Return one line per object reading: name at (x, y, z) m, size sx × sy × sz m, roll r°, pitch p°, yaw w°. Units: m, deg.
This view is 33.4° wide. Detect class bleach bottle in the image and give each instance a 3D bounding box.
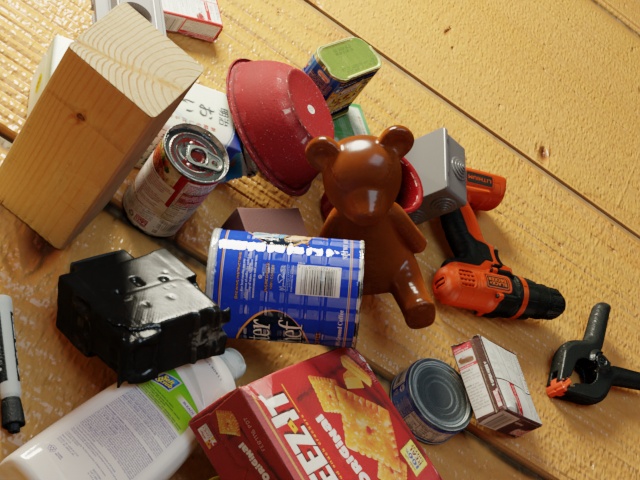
bleach bottle at (-0.144, 0.162, 0.890) m, size 0.102 × 0.068 × 0.250 m, roll 50°, pitch 41°, yaw 7°

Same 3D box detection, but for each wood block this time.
wood block at (-0.201, -0.095, 0.936) m, size 0.091 × 0.206 × 0.090 m, roll 40°, pitch 43°, yaw -6°

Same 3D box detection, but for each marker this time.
marker at (-0.258, 0.102, 0.879) m, size 0.020 × 0.020 × 0.121 m, roll 6°, pitch 55°, yaw -34°

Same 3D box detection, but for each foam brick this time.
foam brick at (-0.057, 0.001, 1.086) m, size 0.078 × 0.051 × 0.053 m, roll 0°, pitch 60°, yaw -37°

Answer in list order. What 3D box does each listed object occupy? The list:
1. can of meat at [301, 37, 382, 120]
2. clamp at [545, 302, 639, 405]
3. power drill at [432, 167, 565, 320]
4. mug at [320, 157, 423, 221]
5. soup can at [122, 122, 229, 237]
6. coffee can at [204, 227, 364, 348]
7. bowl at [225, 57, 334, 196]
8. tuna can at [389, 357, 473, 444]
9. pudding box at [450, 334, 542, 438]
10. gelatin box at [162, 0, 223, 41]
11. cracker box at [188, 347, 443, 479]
can of meat at (0.013, -0.185, 1.238) m, size 0.057 × 0.084 × 0.101 m, roll 50°, pitch 42°, yaw 10°
clamp at (0.325, 0.140, 1.281) m, size 0.171 × 0.039 × 0.120 m, roll -9°, pitch 63°, yaw -41°
power drill at (0.204, 0.006, 1.277) m, size 0.184 × 0.057 × 0.187 m, roll 12°, pitch 52°, yaw -30°
mug at (0.046, -0.057, 1.187) m, size 0.117 × 0.082 × 0.093 m, roll 51°, pitch 43°, yaw 6°
soup can at (-0.141, -0.056, 1.028) m, size 0.068 × 0.102 × 0.068 m, roll 20°, pitch 48°, yaw -24°
coffee can at (-0.033, 0.045, 0.995) m, size 0.140 × 0.103 × 0.102 m, roll 5°, pitch 51°, yaw 0°
bowl at (-0.032, -0.131, 1.135) m, size 0.162 × 0.055 × 0.162 m, roll 45°, pitch 32°, yaw -39°
tuna can at (0.116, 0.165, 1.105) m, size 0.086 × 0.034 × 0.086 m, roll 20°, pitch 48°, yaw -24°
pudding box at (0.189, 0.156, 1.137) m, size 0.113 × 0.039 × 0.090 m, roll 32°, pitch 35°, yaw -55°
gelatin box at (-0.161, -0.273, 1.233) m, size 0.089 × 0.030 × 0.073 m, roll 7°, pitch 53°, yaw -34°
cracker box at (0.005, 0.188, 0.935) m, size 0.164 × 0.072 × 0.213 m, roll 56°, pitch 25°, yaw 12°
